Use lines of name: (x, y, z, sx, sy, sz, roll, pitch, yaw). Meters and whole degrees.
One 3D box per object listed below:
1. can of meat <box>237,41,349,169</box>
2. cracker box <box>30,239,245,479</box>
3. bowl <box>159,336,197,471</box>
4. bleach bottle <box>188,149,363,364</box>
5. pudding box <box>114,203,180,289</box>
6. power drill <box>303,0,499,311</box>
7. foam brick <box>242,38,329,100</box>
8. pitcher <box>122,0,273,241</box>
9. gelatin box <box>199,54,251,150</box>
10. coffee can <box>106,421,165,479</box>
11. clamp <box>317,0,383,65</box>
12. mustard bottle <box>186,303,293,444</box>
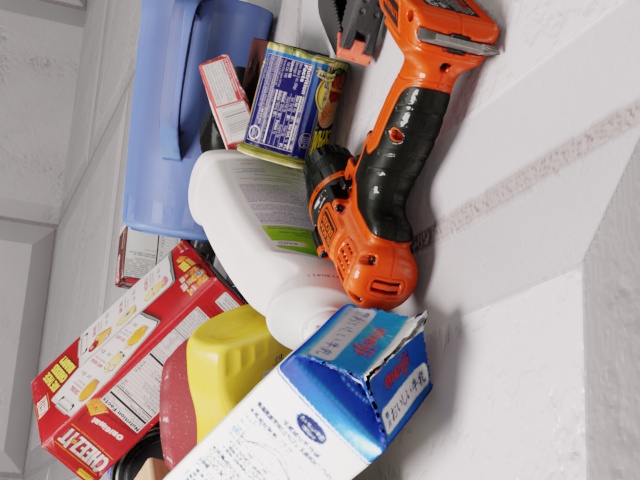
can of meat: (-0.018, -0.103, 0.817, 0.102, 0.057, 0.084, -32, -42, -77)
cracker box: (-0.169, 0.109, 1.012, 0.213, 0.072, 0.164, -44, 21, -4)
bowl: (-0.099, 0.143, 0.886, 0.162, 0.055, 0.162, -1, -92, -89)
bleach bottle: (-0.029, 0.011, 0.762, 0.251, 0.102, 0.068, -118, 34, -61)
pudding box: (-0.185, 0.005, 1.232, 0.039, 0.090, 0.113, 137, 139, -58)
power drill: (0.041, -0.073, 0.678, 0.184, 0.057, 0.188, -114, 36, -58)
foam brick: (-0.032, -0.143, 0.921, 0.078, 0.051, 0.053, -144, 66, -69)
pitcher: (-0.132, -0.125, 1.066, 0.145, 0.148, 0.243, 11, 93, 48)
gelatin box: (-0.072, -0.101, 0.906, 0.073, 0.030, 0.089, 79, 171, -62)
coffee can: (-0.166, 0.207, 1.063, 0.140, 0.102, 0.103, -145, 66, -69)
clamp: (0.024, -0.229, 0.818, 0.165, 0.036, 0.210, 158, 120, -63)
mustard bottle: (-0.050, 0.147, 0.767, 0.058, 0.096, 0.192, 9, 110, 31)
